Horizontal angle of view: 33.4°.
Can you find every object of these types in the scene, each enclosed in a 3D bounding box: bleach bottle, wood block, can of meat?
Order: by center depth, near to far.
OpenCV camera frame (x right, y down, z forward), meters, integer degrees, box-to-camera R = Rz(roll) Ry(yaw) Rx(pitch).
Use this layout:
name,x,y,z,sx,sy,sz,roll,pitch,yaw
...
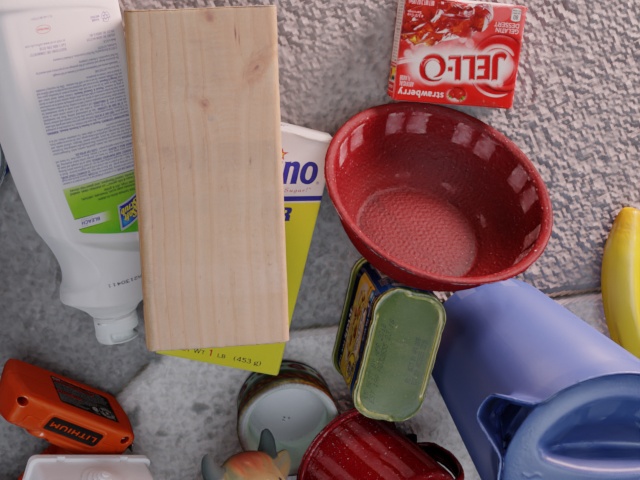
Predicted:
name,x,y,z,sx,sy,sz,roll,pitch,yaw
wood block,-0.071,-0.043,0.678,0.090,0.091,0.206,-3,103,-6
bleach bottle,-0.166,-0.048,0.714,0.102,0.068,0.251,-18,110,-31
can of meat,0.049,0.070,0.771,0.057,0.084,0.102,10,103,-10

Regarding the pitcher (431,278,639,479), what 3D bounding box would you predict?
name,x,y,z,sx,sy,sz,roll,pitch,yaw
pitcher,0.157,0.113,0.713,0.145,0.243,0.149,-17,106,-3

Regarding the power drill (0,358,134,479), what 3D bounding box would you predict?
name,x,y,z,sx,sy,sz,roll,pitch,yaw
power drill,-0.235,0.178,0.755,0.184,0.057,0.188,28,101,-37

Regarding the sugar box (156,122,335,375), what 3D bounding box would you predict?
name,x,y,z,sx,sy,sz,roll,pitch,yaw
sugar box,-0.055,0.001,0.759,0.093,0.048,0.176,11,104,-10

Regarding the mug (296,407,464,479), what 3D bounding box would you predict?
name,x,y,z,sx,sy,sz,roll,pitch,yaw
mug,0.053,0.176,0.764,0.117,0.082,0.093,-10,119,-35

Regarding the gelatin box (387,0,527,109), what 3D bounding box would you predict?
name,x,y,z,sx,sy,sz,roll,pitch,yaw
gelatin box,0.096,-0.133,0.751,0.089,0.030,0.073,4,104,-8

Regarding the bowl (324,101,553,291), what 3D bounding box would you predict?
name,x,y,z,sx,sy,sz,roll,pitch,yaw
bowl,0.075,-0.020,0.737,0.162,0.162,0.055,9,140,-10
